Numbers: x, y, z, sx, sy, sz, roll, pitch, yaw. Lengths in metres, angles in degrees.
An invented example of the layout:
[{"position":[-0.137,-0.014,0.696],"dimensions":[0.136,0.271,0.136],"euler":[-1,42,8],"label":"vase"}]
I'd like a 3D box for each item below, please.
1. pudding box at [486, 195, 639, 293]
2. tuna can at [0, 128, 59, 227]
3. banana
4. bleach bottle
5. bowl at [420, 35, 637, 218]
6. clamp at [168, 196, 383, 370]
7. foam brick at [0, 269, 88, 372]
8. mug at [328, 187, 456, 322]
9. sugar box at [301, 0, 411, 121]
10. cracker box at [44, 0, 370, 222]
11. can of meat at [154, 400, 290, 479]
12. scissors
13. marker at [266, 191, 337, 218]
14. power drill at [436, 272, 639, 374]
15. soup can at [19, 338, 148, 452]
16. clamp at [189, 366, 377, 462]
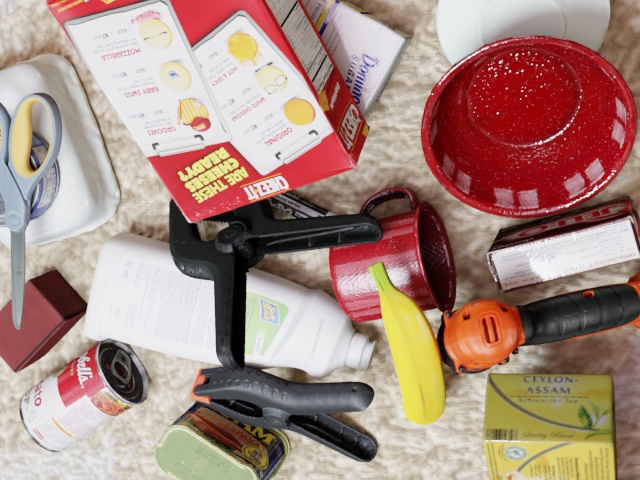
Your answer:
[{"position":[0.192,0.002,0.834],"dimensions":[0.114,0.090,0.039],"euler":[-18,96,18],"label":"pudding box"},{"position":[-0.271,-0.055,0.918],"dimensions":[0.086,0.033,0.086],"euler":[3,101,15],"label":"tuna can"},{"position":[0.077,0.101,0.848],"dimensions":[0.037,0.069,0.198],"euler":[-15,135,0],"label":"banana"},{"position":[-0.076,0.072,0.939],"dimensions":[0.251,0.068,0.102],"euler":[17,103,10],"label":"bleach bottle"},{"position":[0.158,-0.097,0.825],"dimensions":[0.162,0.055,0.162],"euler":[4,128,5],"label":"bowl"},{"position":[-0.056,0.001,0.879],"dimensions":[0.164,0.210,0.036],"euler":[-37,131,-9],"label":"clamp"},{"position":[-0.266,0.075,0.997],"dimensions":[0.078,0.053,0.051],"euler":[-44,87,17],"label":"foam brick"},{"position":[0.058,0.011,0.882],"dimensions":[0.082,0.093,0.117],"euler":[-13,66,22],"label":"mug"},{"position":[-0.023,-0.170,0.886],"dimensions":[0.176,0.048,0.093],"euler":[31,107,4],"label":"sugar box"},{"position":[-0.082,-0.134,0.827],"dimensions":[0.164,0.072,0.213],"euler":[-16,120,28],"label":"cracker box"},{"position":[-0.088,0.189,0.952],"dimensions":[0.102,0.083,0.057],"euler":[31,108,8],"label":"can of meat"},{"position":[-0.269,-0.032,0.894],"dimensions":[0.096,0.016,0.202],"euler":[22,105,12],"label":"scissors"},{"position":[-0.036,-0.037,0.928],"dimensions":[0.121,0.020,0.020],"euler":[26,106,9],"label":"marker"},{"position":[0.183,0.064,0.828],"dimensions":[0.187,0.184,0.057],"euler":[-13,83,-1],"label":"power drill"},{"position":[-0.219,0.144,0.989],"dimensions":[0.102,0.068,0.068],"euler":[-32,91,19],"label":"soup can"},{"position":[-0.026,0.149,0.930],"dimensions":[0.172,0.039,0.120],"euler":[8,139,21],"label":"clamp"}]
